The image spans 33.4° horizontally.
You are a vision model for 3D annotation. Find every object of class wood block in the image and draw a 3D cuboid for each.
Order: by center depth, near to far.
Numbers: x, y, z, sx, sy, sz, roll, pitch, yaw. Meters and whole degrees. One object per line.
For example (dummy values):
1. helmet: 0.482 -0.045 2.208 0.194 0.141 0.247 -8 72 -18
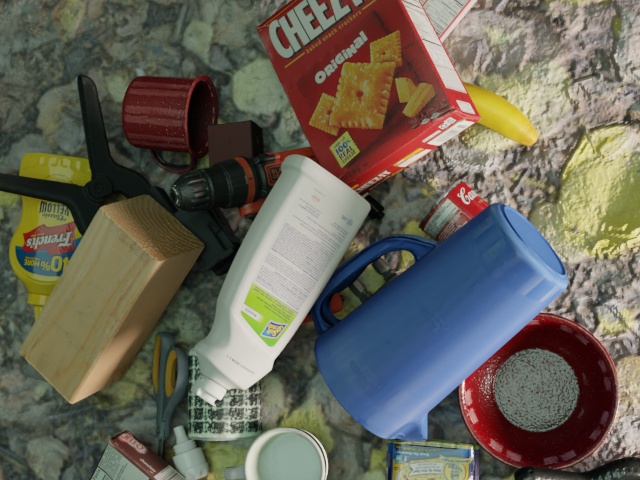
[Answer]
1. wood block: -0.225 0.062 1.142 0.090 0.090 0.206 41 116 13

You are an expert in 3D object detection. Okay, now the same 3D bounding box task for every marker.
1. marker: 0.026 -0.068 1.180 0.020 0.020 0.121 -45 79 3

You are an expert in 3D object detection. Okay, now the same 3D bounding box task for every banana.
1. banana: 0.138 -0.142 1.161 0.198 0.037 0.070 4 112 13

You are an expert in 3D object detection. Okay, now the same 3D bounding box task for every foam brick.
1. foam brick: -0.093 -0.089 1.187 0.051 0.053 0.078 -5 84 10

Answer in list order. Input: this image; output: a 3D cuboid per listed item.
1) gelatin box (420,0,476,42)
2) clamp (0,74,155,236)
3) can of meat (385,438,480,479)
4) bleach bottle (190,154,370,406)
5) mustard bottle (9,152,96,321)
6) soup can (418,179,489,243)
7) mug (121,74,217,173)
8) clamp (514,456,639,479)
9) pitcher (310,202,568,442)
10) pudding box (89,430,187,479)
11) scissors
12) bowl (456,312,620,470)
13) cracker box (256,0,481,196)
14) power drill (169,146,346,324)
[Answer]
1. gelatin box: 0.122 -0.262 1.176 0.073 0.030 0.089 39 93 10
2. clamp: -0.246 -0.068 1.182 0.210 0.036 0.164 40 77 -18
3. can of meat: 0.116 0.251 1.114 0.102 0.057 0.084 2 83 10
4. bleach bottle: -0.055 0.045 1.055 0.102 0.068 0.250 35 81 -16
5. mustard bottle: -0.303 0.000 1.214 0.096 0.058 0.191 7 86 -2
6. soup can: 0.163 -0.006 1.124 0.102 0.068 0.068 43 93 11
7. mug: -0.168 -0.130 1.195 0.081 0.093 0.117 6 122 16
8. clamp: 0.273 0.262 1.079 0.171 0.120 0.039 -3 48 -4
9. pitcher: 0.113 0.068 1.054 0.149 0.145 0.243 35 113 -31
10. pudding box: -0.197 0.276 1.162 0.113 0.039 0.090 37 117 16
11. scissors: -0.165 0.200 1.164 0.016 0.096 0.202 2 81 -27
12. bowl: 0.224 0.155 1.104 0.162 0.055 0.162 -1 84 10
13. cracker box: 0.046 -0.178 1.127 0.164 0.072 0.214 -32 74 27
14. power drill: -0.057 0.001 1.123 0.184 0.057 0.187 -15 94 -30
